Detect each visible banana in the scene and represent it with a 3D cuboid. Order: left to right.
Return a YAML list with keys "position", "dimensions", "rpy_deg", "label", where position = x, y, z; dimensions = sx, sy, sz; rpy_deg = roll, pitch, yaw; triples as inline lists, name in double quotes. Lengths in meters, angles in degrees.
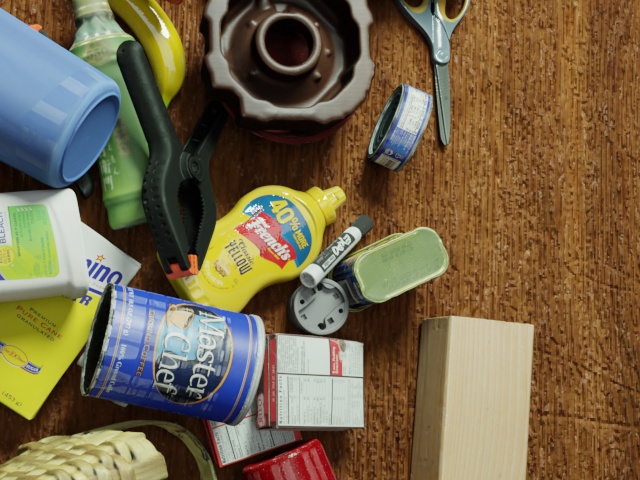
- position: [-0.189, -0.216, 1.050]
  dimensions: [0.069, 0.037, 0.198]
  rpy_deg: [-36, 93, -16]
  label: "banana"

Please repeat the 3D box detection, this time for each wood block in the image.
- position: [0.148, 0.183, 1.060]
  dimensions: [0.090, 0.090, 0.206]
  rpy_deg: [6, 82, -14]
  label: "wood block"

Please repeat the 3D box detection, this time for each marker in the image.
- position: [0.019, 0.008, 1.058]
  dimensions: [0.020, 0.020, 0.120]
  rpy_deg: [50, 45, -4]
  label: "marker"

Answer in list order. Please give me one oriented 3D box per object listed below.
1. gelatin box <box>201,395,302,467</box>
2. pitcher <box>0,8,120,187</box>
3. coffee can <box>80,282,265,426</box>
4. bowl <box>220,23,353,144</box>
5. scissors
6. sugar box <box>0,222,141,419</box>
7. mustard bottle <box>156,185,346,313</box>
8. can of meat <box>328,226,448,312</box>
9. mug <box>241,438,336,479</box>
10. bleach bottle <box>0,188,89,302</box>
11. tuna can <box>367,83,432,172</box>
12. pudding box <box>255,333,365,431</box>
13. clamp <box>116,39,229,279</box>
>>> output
- position: [-0.070, 0.171, 1.036]
  dimensions: [0.089, 0.030, 0.073]
  rpy_deg: [-16, 89, -17]
  label: "gelatin box"
- position: [-0.307, -0.139, 0.940]
  dimensions: [0.243, 0.149, 0.145]
  rpy_deg: [30, 69, 6]
  label: "pitcher"
- position: [-0.132, 0.102, 0.954]
  dimensions: [0.140, 0.103, 0.103]
  rpy_deg: [15, 80, -18]
  label: "coffee can"
- position: [-0.036, -0.171, 1.074]
  dimensions: [0.162, 0.055, 0.162]
  rpy_deg: [2, 83, -14]
  label: "bowl"
- position: [0.111, -0.208, 1.137]
  dimensions: [0.096, 0.016, 0.202]
  rpy_deg: [15, 79, -11]
  label: "scissors"
- position: [-0.255, 0.069, 0.993]
  dimensions: [0.093, 0.048, 0.176]
  rpy_deg: [35, 77, -8]
  label: "sugar box"
- position: [-0.057, 0.001, 1.046]
  dimensions: [0.191, 0.058, 0.096]
  rpy_deg: [-32, 93, -16]
  label: "mustard bottle"
- position: [0.068, 0.028, 1.061]
  dimensions: [0.102, 0.084, 0.057]
  rpy_deg: [-25, 90, -16]
  label: "can of meat"
- position: [-0.034, 0.244, 1.014]
  dimensions: [0.117, 0.093, 0.081]
  rpy_deg: [-24, 84, 20]
  label: "mug"
- position: [-0.332, 0.017, 0.911]
  dimensions: [0.250, 0.068, 0.102]
  rpy_deg: [-8, 84, -21]
  label: "bleach bottle"
- position: [0.080, -0.115, 1.082]
  dimensions: [0.033, 0.086, 0.086]
  rpy_deg: [23, 78, -9]
  label: "tuna can"
- position: [-0.009, 0.138, 1.029]
  dimensions: [0.113, 0.039, 0.090]
  rpy_deg: [9, 76, -36]
  label: "pudding box"
- position: [-0.125, -0.067, 0.993]
  dimensions: [0.036, 0.164, 0.210]
  rpy_deg: [-12, 78, 27]
  label: "clamp"
